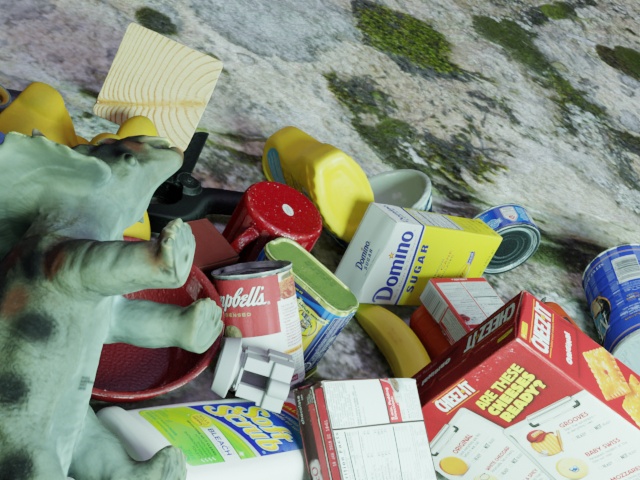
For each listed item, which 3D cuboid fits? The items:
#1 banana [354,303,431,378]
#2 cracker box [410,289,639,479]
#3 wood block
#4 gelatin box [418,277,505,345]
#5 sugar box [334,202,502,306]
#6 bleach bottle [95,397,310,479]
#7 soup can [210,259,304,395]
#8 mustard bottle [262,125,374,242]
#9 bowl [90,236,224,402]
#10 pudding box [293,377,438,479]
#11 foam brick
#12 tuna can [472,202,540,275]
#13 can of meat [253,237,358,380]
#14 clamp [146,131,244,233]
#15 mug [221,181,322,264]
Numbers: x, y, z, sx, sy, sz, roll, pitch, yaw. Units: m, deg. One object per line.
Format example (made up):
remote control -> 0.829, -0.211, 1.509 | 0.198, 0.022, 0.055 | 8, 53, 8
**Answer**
banana -> 0.074, 0.126, 0.995 | 0.069, 0.037, 0.198 | -11, 47, -16
cracker box -> 0.191, 0.160, 0.890 | 0.213, 0.164, 0.072 | 37, 37, -12
wood block -> -0.159, -0.151, 1.033 | 0.090, 0.090, 0.206 | 23, 6, -13
gelatin box -> 0.147, 0.075, 1.024 | 0.073, 0.030, 0.089 | -1, 42, -35
sugar box -> 0.099, 0.019, 1.064 | 0.175, 0.093, 0.048 | 4, 29, -48
bleach bottle -> -0.053, 0.159, 0.830 | 0.250, 0.068, 0.103 | -4, 34, -46
soup can -> -0.051, 0.072, 0.890 | 0.068, 0.102, 0.068 | -6, 8, 1
mustard bottle -> -0.014, -0.069, 1.105 | 0.058, 0.096, 0.192 | -33, 29, -12
bowl -> -0.160, 0.072, 0.845 | 0.162, 0.055, 0.162 | 10, 45, -10
pudding box -> 0.036, 0.153, 0.827 | 0.113, 0.039, 0.090 | 4, 69, -43
foam brick -> -0.118, 0.027, 0.931 | 0.052, 0.078, 0.051 | -13, 56, -46
tuna can -> 0.203, 0.000, 1.201 | 0.086, 0.086, 0.034 | 7, 43, -31
can of meat -> -0.027, 0.060, 0.946 | 0.102, 0.084, 0.057 | 40, 26, 13
clamp -> -0.124, -0.042, 1.047 | 0.120, 0.039, 0.171 | 34, 40, 14
mug -> -0.057, 0.001, 1.005 | 0.093, 0.082, 0.117 | 43, 36, 16
